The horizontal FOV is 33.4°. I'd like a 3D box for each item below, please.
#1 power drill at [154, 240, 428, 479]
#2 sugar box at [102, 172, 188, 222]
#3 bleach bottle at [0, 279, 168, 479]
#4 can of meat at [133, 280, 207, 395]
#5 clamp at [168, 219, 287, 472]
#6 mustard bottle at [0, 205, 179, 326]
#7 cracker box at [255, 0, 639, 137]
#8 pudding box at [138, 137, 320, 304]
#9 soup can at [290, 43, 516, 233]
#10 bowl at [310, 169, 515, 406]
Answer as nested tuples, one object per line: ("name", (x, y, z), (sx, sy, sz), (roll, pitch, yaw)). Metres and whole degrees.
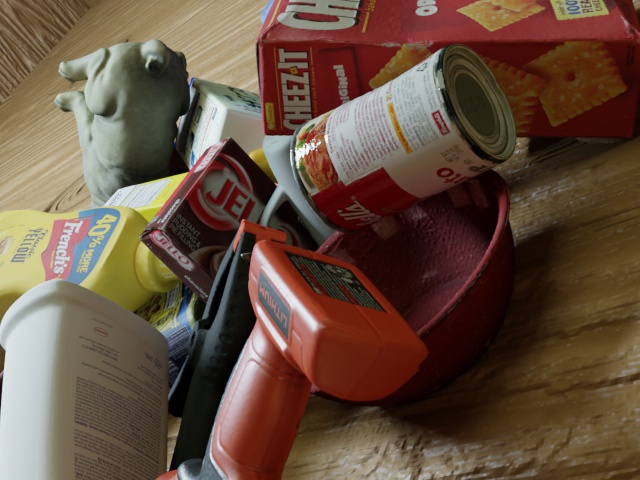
("power drill", (-0.023, 0.107, 0.458), (0.188, 0.057, 0.185), (-66, 27, 14))
("sugar box", (-0.108, -0.005, 0.856), (0.177, 0.093, 0.048), (-10, 38, 55))
("bleach bottle", (-0.129, 0.142, 0.562), (0.068, 0.102, 0.251), (-39, 37, 27))
("can of meat", (-0.101, 0.066, 0.760), (0.084, 0.057, 0.102), (-32, 23, 20))
("clamp", (-0.060, 0.074, 0.626), (0.120, 0.039, 0.172), (-107, 33, -56))
("mustard bottle", (-0.173, 0.018, 0.770), (0.192, 0.058, 0.096), (-2, 47, 27))
("cracker box", (0.080, -0.131, 0.658), (0.214, 0.072, 0.164), (2, 35, 8))
("pudding box", (-0.055, 0.001, 0.724), (0.039, 0.113, 0.090), (-15, 35, 49))
("soup can", (0.044, -0.053, 0.568), (0.102, 0.068, 0.068), (-25, 27, 35))
("bowl", (0.046, 0.034, 0.569), (0.162, 0.055, 0.162), (-35, 23, 17))
